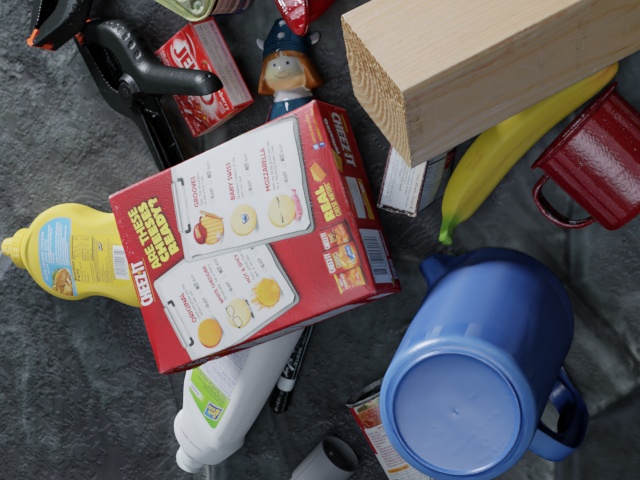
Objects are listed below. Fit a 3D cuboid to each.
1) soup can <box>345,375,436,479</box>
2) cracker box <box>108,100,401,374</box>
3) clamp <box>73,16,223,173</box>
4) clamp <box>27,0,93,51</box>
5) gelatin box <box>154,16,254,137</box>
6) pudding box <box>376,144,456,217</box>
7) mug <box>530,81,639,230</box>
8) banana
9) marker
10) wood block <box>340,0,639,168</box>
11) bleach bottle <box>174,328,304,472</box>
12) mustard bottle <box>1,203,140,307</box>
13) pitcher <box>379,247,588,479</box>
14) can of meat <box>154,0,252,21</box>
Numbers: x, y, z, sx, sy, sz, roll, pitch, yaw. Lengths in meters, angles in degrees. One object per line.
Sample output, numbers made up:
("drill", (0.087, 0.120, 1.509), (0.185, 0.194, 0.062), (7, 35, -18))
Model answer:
("soup can", (0.077, 0.175, 0.962), (0.069, 0.068, 0.102), (-29, 91, 26))
("cracker box", (-0.056, 0.001, 0.894), (0.214, 0.072, 0.164), (-22, 79, 25))
("clamp", (-0.159, -0.144, 0.974), (0.210, 0.036, 0.165), (51, 144, 19))
("clamp", (-0.220, -0.247, 0.980), (0.120, 0.039, 0.172), (43, 117, 46))
("gelatin box", (-0.108, -0.148, 0.970), (0.073, 0.030, 0.089), (-25, 92, 50))
("pudding box", (0.087, -0.084, 0.882), (0.039, 0.089, 0.113), (16, 109, 19))
("mug", (0.218, -0.054, 0.835), (0.081, 0.093, 0.117), (44, 121, 3))
("banana", (0.161, -0.080, 0.867), (0.037, 0.070, 0.198), (29, 111, -31))
("marker", (-0.026, 0.112, 1.018), (0.020, 0.020, 0.121), (23, 111, 17))
("wood block", (0.129, -0.151, 0.778), (0.206, 0.090, 0.091), (-28, 57, -9))
("bleach bottle", (-0.088, 0.119, 1.020), (0.103, 0.067, 0.251), (46, 123, 33))
("mustard bottle", (-0.236, 0.012, 1.063), (0.192, 0.058, 0.096), (3, 105, 23))
("pitcher", (0.130, 0.100, 0.824), (0.149, 0.242, 0.145), (3, 102, 16))
("can of meat", (-0.113, -0.236, 0.935), (0.102, 0.083, 0.057), (32, 113, 14))
